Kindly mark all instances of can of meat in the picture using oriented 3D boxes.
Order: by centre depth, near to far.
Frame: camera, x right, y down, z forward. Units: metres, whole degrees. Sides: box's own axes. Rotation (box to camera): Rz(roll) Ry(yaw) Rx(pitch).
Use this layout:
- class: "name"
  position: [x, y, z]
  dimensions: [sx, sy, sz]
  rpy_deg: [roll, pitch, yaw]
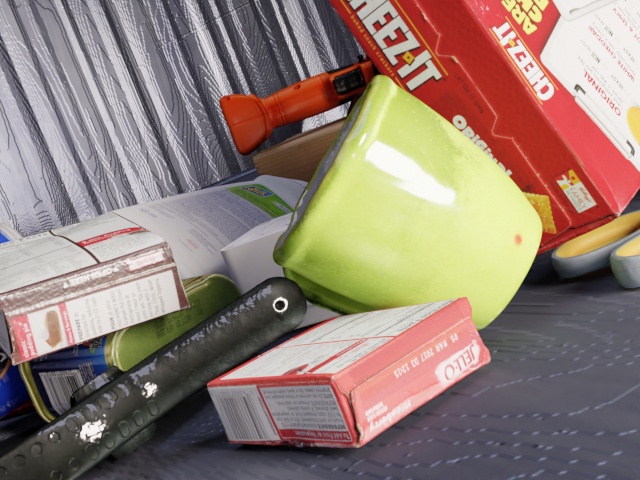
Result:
- class: "can of meat"
  position: [-0.099, 0.059, 0.586]
  dimensions: [0.084, 0.057, 0.101]
  rpy_deg: [-10, 14, 44]

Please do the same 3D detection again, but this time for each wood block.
- class: "wood block"
  position: [0.054, -0.074, 0.962]
  dimensions: [0.206, 0.091, 0.090]
  rpy_deg: [-16, 10, 35]

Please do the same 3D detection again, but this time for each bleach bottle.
- class: "bleach bottle"
  position: [-0.055, 0.001, 0.789]
  dimensions: [0.250, 0.103, 0.068]
  rpy_deg: [-21, -37, -56]

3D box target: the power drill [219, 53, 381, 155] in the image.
- class: "power drill"
  position: [0.007, -0.131, 0.937]
  dimensions: [0.187, 0.057, 0.184]
  rpy_deg: [-20, 5, -3]

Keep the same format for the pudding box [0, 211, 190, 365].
- class: "pudding box"
  position: [-0.130, 0.020, 0.548]
  dimensions: [0.089, 0.039, 0.114]
  rpy_deg: [-19, 16, -23]

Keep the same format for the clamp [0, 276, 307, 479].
- class: "clamp"
  position: [-0.089, 0.076, 0.480]
  dimensions: [0.171, 0.039, 0.120]
  rpy_deg: [-31, -8, -20]

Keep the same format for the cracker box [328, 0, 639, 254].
- class: "cracker box"
  position: [0.117, -0.111, 0.551]
  dimensions: [0.072, 0.164, 0.213]
  rpy_deg: [-32, 6, 44]

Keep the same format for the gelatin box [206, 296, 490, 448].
- class: "gelatin box"
  position: [0.010, 0.053, 0.419]
  dimensions: [0.073, 0.030, 0.089]
  rpy_deg: [-26, 8, -37]
